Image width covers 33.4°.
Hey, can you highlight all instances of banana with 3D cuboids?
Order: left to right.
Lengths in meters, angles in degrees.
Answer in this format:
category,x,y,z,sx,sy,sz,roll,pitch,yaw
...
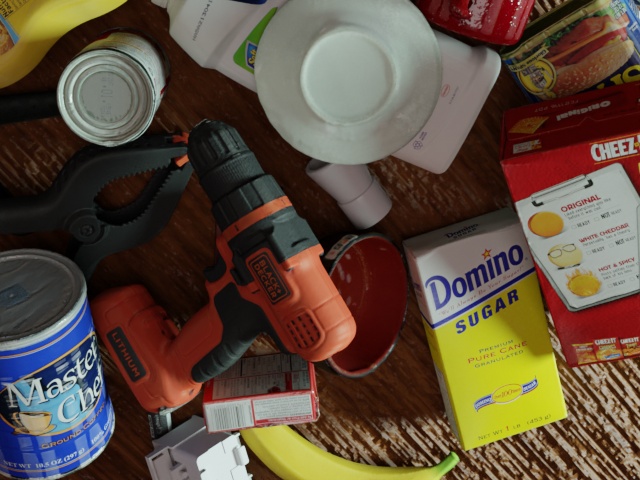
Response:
category,x,y,z,sx,sy,sz,roll,pitch,yaw
banana,0.013,0.186,0.895,0.197,0.037,0.069,16,88,-9

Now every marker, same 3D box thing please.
category,x,y,z,sx,sy,sz,roll,pitch,yaw
marker,-0.130,0.179,0.893,0.020,0.020,0.121,-5,108,-1

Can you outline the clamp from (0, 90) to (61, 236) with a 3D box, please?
category,x,y,z,sx,sy,sz,roll,pitch,yaw
clamp,-0.273,-0.072,0.795,0.171,0.039,0.120,14,105,-7

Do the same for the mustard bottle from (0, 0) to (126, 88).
category,x,y,z,sx,sy,sz,roll,pitch,yaw
mustard bottle,-0.221,-0.161,0.737,0.191,0.058,0.096,-37,78,3

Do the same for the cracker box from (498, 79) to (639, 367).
category,x,y,z,sx,sy,sz,roll,pitch,yaw
cracker box,0.235,-0.012,0.768,0.164,0.072,0.213,-11,128,19

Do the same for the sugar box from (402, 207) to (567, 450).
category,x,y,z,sx,sy,sz,roll,pitch,yaw
sugar box,0.132,0.071,0.850,0.093,0.048,0.176,-18,111,-4

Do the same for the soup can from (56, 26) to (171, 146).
category,x,y,z,sx,sy,sz,roll,pitch,yaw
soup can,-0.144,-0.110,0.752,0.068,0.102,0.068,-1,109,-2

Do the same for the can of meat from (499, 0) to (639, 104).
category,x,y,z,sx,sy,sz,roll,pitch,yaw
can of meat,0.193,-0.130,0.773,0.102,0.057,0.084,-29,106,28

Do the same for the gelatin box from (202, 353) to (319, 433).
category,x,y,z,sx,sy,sz,roll,pitch,yaw
gelatin box,-0.047,0.120,0.848,0.089,0.073,0.030,-6,110,-1

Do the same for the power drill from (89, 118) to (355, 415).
category,x,y,z,sx,sy,sz,roll,pitch,yaw
power drill,-0.085,0.030,0.768,0.188,0.057,0.184,-34,84,33

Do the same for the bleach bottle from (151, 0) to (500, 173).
category,x,y,z,sx,sy,sz,roll,pitch,yaw
bleach bottle,-0.004,-0.142,0.769,0.250,0.068,0.103,25,106,-8

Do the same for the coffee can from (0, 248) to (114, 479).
category,x,y,z,sx,sy,sz,roll,pitch,yaw
coffee can,-0.212,0.091,0.780,0.103,0.103,0.140,-4,128,-1

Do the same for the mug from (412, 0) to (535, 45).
category,x,y,z,sx,sy,sz,roll,pitch,yaw
mug,0.111,-0.184,0.733,0.093,0.117,0.081,22,112,8

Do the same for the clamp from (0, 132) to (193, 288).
category,x,y,z,sx,sy,sz,roll,pitch,yaw
clamp,-0.187,-0.019,0.797,0.210,0.036,0.164,-39,130,7
